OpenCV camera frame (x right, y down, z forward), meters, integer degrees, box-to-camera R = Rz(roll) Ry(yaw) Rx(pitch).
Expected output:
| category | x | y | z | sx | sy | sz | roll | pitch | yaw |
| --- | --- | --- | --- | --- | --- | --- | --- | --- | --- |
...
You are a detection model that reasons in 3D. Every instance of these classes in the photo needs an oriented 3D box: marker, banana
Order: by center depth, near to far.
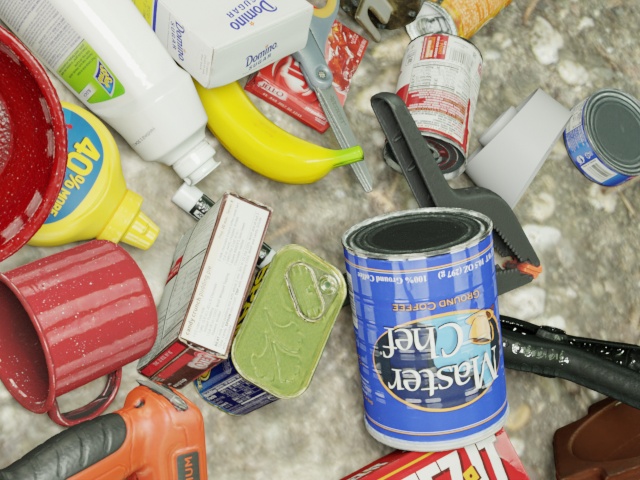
| category | x | y | z | sx | sy | sz | roll | pitch | yaw |
| --- | --- | --- | --- | --- | --- | --- | --- | --- | --- |
| marker | -0.055 | 0.001 | 0.771 | 0.121 | 0.020 | 0.020 | 39 | 58 | -10 |
| banana | -0.056 | -0.103 | 0.783 | 0.069 | 0.037 | 0.198 | -41 | 75 | -8 |

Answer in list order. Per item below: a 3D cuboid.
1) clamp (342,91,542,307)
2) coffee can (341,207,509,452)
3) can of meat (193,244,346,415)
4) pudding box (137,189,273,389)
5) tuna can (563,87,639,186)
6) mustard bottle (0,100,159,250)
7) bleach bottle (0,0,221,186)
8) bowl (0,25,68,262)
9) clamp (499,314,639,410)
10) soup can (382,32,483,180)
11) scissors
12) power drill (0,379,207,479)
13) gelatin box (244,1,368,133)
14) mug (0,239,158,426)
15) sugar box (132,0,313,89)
| category | x | y | z | sx | sy | sz | roll | pitch | yaw |
| --- | --- | --- | --- | --- | --- | --- | --- | --- | --- |
| clamp | 0.093 | -0.014 | 0.816 | 0.209 | 0.036 | 0.164 | 12 | 93 | -34 |
| coffee can | 0.073 | 0.059 | 0.736 | 0.102 | 0.103 | 0.140 | -19 | 110 | -32 |
| can of meat | -0.037 | 0.063 | 0.719 | 0.057 | 0.084 | 0.102 | 32 | 60 | -14 |
| pudding box | -0.077 | 0.034 | 0.705 | 0.039 | 0.090 | 0.113 | 23 | 62 | -18 |
| tuna can | 0.263 | -0.093 | 0.967 | 0.086 | 0.034 | 0.086 | 10 | 67 | -25 |
| mustard bottle | -0.190 | -0.051 | 0.695 | 0.191 | 0.058 | 0.096 | 34 | 73 | -14 |
| bleach bottle | -0.161 | -0.140 | 0.732 | 0.068 | 0.103 | 0.251 | -44 | 101 | -30 |
| bowl | -0.228 | -0.060 | 0.623 | 0.162 | 0.055 | 0.162 | -2 | 103 | -9 |
| clamp | 0.182 | 0.085 | 0.824 | 0.171 | 0.120 | 0.039 | 19 | 96 | 16 |
| soup can | 0.092 | -0.108 | 0.862 | 0.068 | 0.069 | 0.102 | 23 | 62 | -19 |
| scissors | 0.008 | -0.139 | 0.822 | 0.096 | 0.016 | 0.202 | -36 | 89 | -32 |
| power drill | -0.151 | 0.171 | 0.607 | 0.187 | 0.057 | 0.184 | -18 | 116 | -41 |
| gelatin box | -0.010 | -0.139 | 0.841 | 0.073 | 0.030 | 0.089 | 30 | 60 | -15 |
| mug | -0.153 | 0.059 | 0.664 | 0.081 | 0.093 | 0.117 | -23 | 114 | -37 |
| sugar box | -0.098 | -0.186 | 0.765 | 0.093 | 0.048 | 0.176 | -30 | 65 | -31 |
